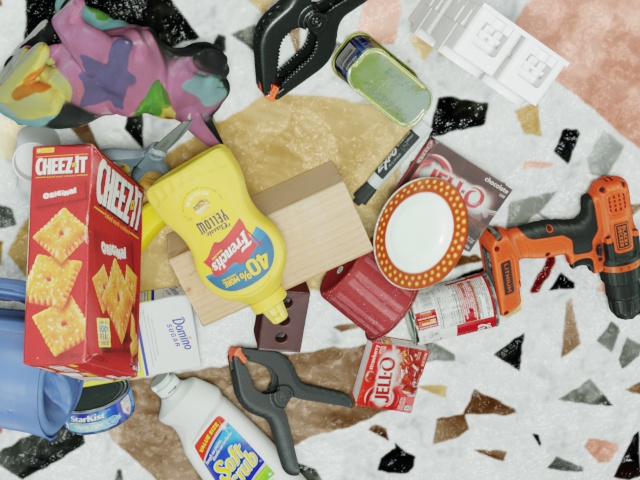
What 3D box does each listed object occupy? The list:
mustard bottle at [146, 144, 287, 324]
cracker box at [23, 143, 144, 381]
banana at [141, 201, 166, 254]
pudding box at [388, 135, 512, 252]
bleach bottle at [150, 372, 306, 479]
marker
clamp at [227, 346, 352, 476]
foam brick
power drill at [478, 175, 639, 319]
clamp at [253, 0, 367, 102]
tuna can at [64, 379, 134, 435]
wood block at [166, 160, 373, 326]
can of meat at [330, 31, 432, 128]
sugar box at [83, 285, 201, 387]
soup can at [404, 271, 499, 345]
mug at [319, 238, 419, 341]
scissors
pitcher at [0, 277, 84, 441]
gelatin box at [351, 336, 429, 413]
[{"bbox_3d":[-0.090,0.004,1.101,0.096,0.058,0.191,-30,102,9],"label":"mustard bottle"},{"bbox_3d":[-0.233,0.028,1.077,0.072,0.164,0.213,-2,77,8],"label":"cracker box"},{"bbox_3d":[-0.213,0.032,1.179,0.070,0.037,0.198,16,80,11],"label":"banana"},{"bbox_3d":[0.148,-0.053,1.225,0.113,0.039,0.090,29,104,-17],"label":"pudding box"},{"bbox_3d":[-0.117,0.256,1.289,0.102,0.068,0.250,-39,109,5],"label":"bleach bottle"},{"bbox_3d":[0.080,-0.087,1.213,0.020,0.020,0.121,38,100,-20],"label":"marker"},{"bbox_3d":[-0.052,0.196,1.272,0.171,0.039,0.120,37,67,-16],"label":"clamp"},{"bbox_3d":[-0.045,0.083,1.240,0.053,0.051,0.078,5,109,-11],"label":"foam brick"},{"bbox_3d":[0.290,0.029,1.271,0.187,0.057,0.184,-16,108,-6],"label":"power drill"},{"bbox_3d":[-0.001,-0.239,1.122,0.164,0.036,0.210,7,121,-32],"label":"clamp"},{"bbox_3d":[-0.258,0.187,1.227,0.086,0.086,0.034,-12,113,-4],"label":"tuna can"},{"bbox_3d":[-0.057,0.002,1.186,0.206,0.091,0.090,-25,112,0],"label":"wood block"},{"bbox_3d":[0.067,-0.172,1.144,0.102,0.084,0.057,36,101,-19],"label":"can of meat"},{"bbox_3d":[-0.230,0.112,1.225,0.176,0.048,0.093,-9,109,-9],"label":"sugar box"},{"bbox_3d":[0.153,0.081,1.261,0.102,0.068,0.068,-14,112,-3],"label":"soup can"},{"bbox_3d":[0.060,0.045,1.230,0.081,0.093,0.117,39,69,-15],"label":"mug"},{"bbox_3d":[-0.187,-0.093,1.090,0.096,0.202,0.016,11,71,-9],"label":"scissors"},{"bbox_3d":[-0.381,0.119,1.134,0.243,0.145,0.149,7,74,8],"label":"pitcher"},{"bbox_3d":[0.085,0.163,1.302,0.073,0.030,0.089,11,108,-13],"label":"gelatin box"}]
